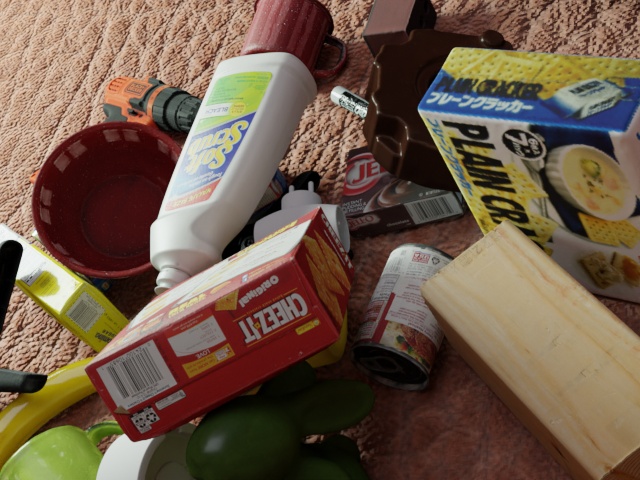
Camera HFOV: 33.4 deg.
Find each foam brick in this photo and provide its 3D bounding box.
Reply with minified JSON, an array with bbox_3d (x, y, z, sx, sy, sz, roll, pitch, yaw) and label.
[{"bbox_3d":[0.085,-0.227,1.126,0.051,0.053,0.078,-2,53,29],"label":"foam brick"}]

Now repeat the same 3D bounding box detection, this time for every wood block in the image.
[{"bbox_3d":[0.172,0.091,0.761,0.090,0.090,0.206,-38,47,-3],"label":"wood block"}]

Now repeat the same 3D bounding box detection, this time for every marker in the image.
[{"bbox_3d":[0.052,-0.129,1.083,0.020,0.020,0.121,-43,44,-9],"label":"marker"}]

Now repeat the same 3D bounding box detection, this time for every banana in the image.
[{"bbox_3d":[-0.268,0.171,1.004,0.070,0.037,0.197,36,77,27],"label":"banana"}]

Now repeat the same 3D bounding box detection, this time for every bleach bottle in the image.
[{"bbox_3d":[-0.087,-0.056,0.978,0.103,0.068,0.250,0,56,31],"label":"bleach bottle"}]

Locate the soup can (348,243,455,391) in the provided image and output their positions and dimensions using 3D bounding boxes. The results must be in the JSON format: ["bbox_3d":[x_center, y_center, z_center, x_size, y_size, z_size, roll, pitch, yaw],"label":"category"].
[{"bbox_3d":[0.072,0.062,0.870,0.069,0.068,0.102,4,55,33],"label":"soup can"}]

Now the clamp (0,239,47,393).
[{"bbox_3d":[-0.326,0.109,1.022,0.210,0.036,0.164,-40,51,36],"label":"clamp"}]

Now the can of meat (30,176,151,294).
[{"bbox_3d":[-0.233,-0.004,1.096,0.102,0.057,0.084,39,79,12],"label":"can of meat"}]

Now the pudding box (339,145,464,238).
[{"bbox_3d":[0.077,-0.054,0.989,0.114,0.039,0.090,-11,47,22],"label":"pudding box"}]

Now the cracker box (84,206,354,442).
[{"bbox_3d":[-0.062,0.056,0.796,0.164,0.072,0.213,-28,6,9],"label":"cracker box"}]

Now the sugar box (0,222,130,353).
[{"bbox_3d":[-0.264,0.051,1.063,0.176,0.093,0.048,24,68,43],"label":"sugar box"}]

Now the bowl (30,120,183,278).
[{"bbox_3d":[-0.196,-0.033,1.042,0.162,0.055,0.162,0,72,0],"label":"bowl"}]

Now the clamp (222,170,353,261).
[{"bbox_3d":[-0.057,0.001,1.021,0.171,0.039,0.120,-19,45,10],"label":"clamp"}]

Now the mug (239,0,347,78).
[{"bbox_3d":[-0.029,-0.210,1.163,0.117,0.093,0.081,18,63,-1],"label":"mug"}]

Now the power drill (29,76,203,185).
[{"bbox_3d":[-0.222,-0.103,1.199,0.185,0.057,0.187,20,62,45],"label":"power drill"}]
